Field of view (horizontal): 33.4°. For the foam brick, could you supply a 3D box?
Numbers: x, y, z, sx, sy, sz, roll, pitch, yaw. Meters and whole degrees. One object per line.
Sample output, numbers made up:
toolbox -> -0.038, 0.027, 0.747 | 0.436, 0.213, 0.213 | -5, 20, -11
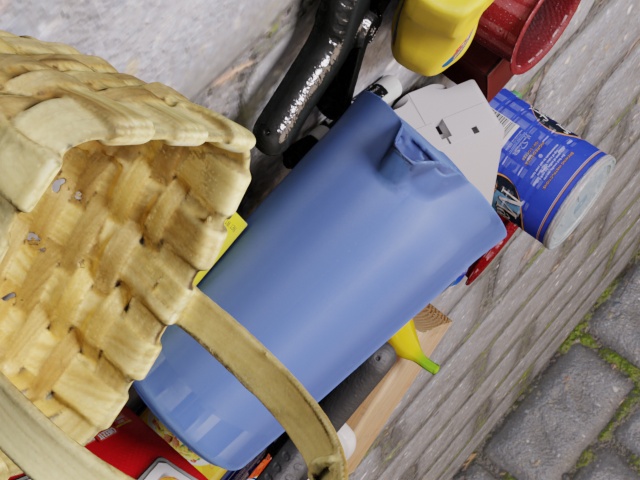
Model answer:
foam brick -> 0.140, -0.162, 0.874 | 0.078, 0.051, 0.053 | -48, 161, -11

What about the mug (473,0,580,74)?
mug -> 0.144, -0.191, 0.785 | 0.117, 0.081, 0.093 | -51, 160, -4

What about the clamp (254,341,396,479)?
clamp -> -0.014, 0.152, 0.780 | 0.210, 0.036, 0.164 | -50, 173, -13

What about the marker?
marker -> 0.016, -0.085, 0.773 | 0.121, 0.020, 0.020 | -39, 157, -33

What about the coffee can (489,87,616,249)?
coffee can -> 0.188, -0.072, 1.002 | 0.102, 0.140, 0.103 | -44, 159, -22

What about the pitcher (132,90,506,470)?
pitcher -> -0.006, 0.032, 0.705 | 0.243, 0.145, 0.149 | -44, 124, 0

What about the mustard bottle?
mustard bottle -> 0.082, -0.159, 0.697 | 0.192, 0.058, 0.096 | 113, 1, -82

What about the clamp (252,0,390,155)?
clamp -> 0.018, -0.134, 0.668 | 0.172, 0.039, 0.120 | -60, 175, 18
